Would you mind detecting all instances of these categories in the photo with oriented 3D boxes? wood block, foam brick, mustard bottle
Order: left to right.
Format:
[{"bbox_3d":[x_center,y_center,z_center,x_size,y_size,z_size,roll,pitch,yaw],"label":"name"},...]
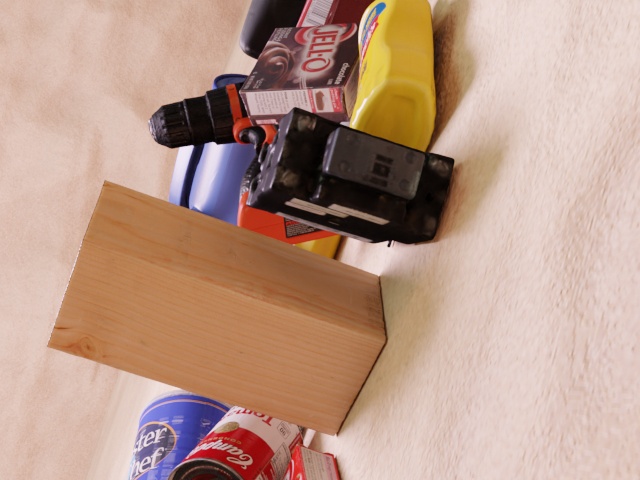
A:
[{"bbox_3d":[-0.069,0.047,0.736,0.090,0.206,0.091,-91,23,-60],"label":"wood block"},{"bbox_3d":[0.040,-0.236,1.070,0.053,0.051,0.078,-122,52,-76],"label":"foam brick"},{"bbox_3d":[0.057,-0.136,0.820,0.191,0.058,0.096,-83,6,-48],"label":"mustard bottle"}]

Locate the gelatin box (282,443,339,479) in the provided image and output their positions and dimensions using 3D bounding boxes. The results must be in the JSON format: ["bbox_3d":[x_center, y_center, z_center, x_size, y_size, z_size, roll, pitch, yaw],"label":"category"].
[{"bbox_3d":[-0.013,0.185,0.691,0.089,0.030,0.073,-111,42,-72],"label":"gelatin box"}]

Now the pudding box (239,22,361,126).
[{"bbox_3d":[-0.007,-0.141,0.896,0.113,0.090,0.039,-70,-28,-46],"label":"pudding box"}]

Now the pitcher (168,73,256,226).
[{"bbox_3d":[-0.095,-0.052,1.173,0.145,0.149,0.243,-97,26,-65],"label":"pitcher"}]

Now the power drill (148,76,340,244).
[{"bbox_3d":[-0.047,-0.074,0.904,0.188,0.184,0.057,-108,7,-46],"label":"power drill"}]

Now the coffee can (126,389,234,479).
[{"bbox_3d":[-0.124,0.219,0.956,0.140,0.102,0.103,-85,19,-51],"label":"coffee can"}]

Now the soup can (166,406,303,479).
[{"bbox_3d":[-0.059,0.164,0.766,0.069,0.068,0.102,-65,-10,23],"label":"soup can"}]
